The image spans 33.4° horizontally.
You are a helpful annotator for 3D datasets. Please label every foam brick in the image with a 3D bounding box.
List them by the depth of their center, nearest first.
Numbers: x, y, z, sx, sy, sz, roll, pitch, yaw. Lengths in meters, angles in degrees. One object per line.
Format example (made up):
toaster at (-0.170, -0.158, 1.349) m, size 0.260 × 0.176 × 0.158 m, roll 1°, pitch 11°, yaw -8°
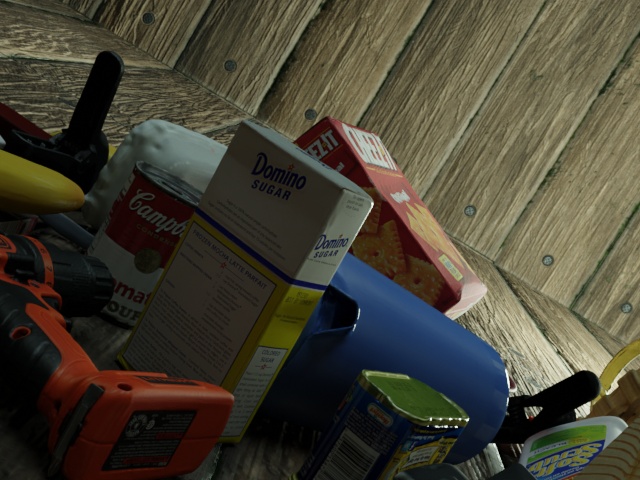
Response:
foam brick at (-0.274, -0.084, 0.915) m, size 0.078 × 0.053 × 0.051 m, roll 32°, pitch 9°, yaw 8°

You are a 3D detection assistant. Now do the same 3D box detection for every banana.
banana at (-0.236, -0.058, 0.661) m, size 0.197 × 0.037 × 0.069 m, roll 27°, pitch 22°, yaw -21°

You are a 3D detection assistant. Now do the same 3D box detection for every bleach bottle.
bleach bottle at (0.198, 0.197, 0.816) m, size 0.250 × 0.103 × 0.068 m, roll -10°, pitch 84°, yaw -76°

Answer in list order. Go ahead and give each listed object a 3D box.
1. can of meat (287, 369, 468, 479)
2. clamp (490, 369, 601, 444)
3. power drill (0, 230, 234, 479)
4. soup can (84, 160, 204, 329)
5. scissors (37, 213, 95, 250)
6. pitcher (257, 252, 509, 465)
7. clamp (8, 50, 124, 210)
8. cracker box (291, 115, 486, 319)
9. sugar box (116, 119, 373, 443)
can of meat at (0.039, 0.131, 0.669) m, size 0.057 × 0.084 × 0.102 m, roll 36°, pitch 10°, yaw 30°
clamp at (0.170, 0.161, 0.970) m, size 0.165 × 0.036 × 0.210 m, roll -10°, pitch -21°, yaw 10°
power drill at (-0.138, 0.055, 0.584) m, size 0.188 × 0.057 × 0.184 m, roll 33°, pitch 12°, yaw 29°
soup can at (-0.126, 0.004, 0.760) m, size 0.068 × 0.102 × 0.068 m, roll 31°, pitch 8°, yaw -5°
scissors at (-0.219, -0.031, 0.787) m, size 0.096 × 0.016 × 0.202 m, roll 35°, pitch -4°, yaw 6°
pitcher at (0.021, 0.085, 0.783) m, size 0.242 × 0.145 × 0.149 m, roll 29°, pitch 21°, yaw -40°
clamp at (-0.204, -0.085, 0.903) m, size 0.039 × 0.120 × 0.171 m, roll 42°, pitch -19°, yaw 9°
cracker box at (0.068, -0.014, 1.046) m, size 0.214 × 0.072 × 0.164 m, roll 56°, pitch 15°, yaw 11°
sugar box at (-0.048, 0.026, 0.653) m, size 0.093 × 0.176 × 0.048 m, roll 37°, pitch 10°, yaw 33°
